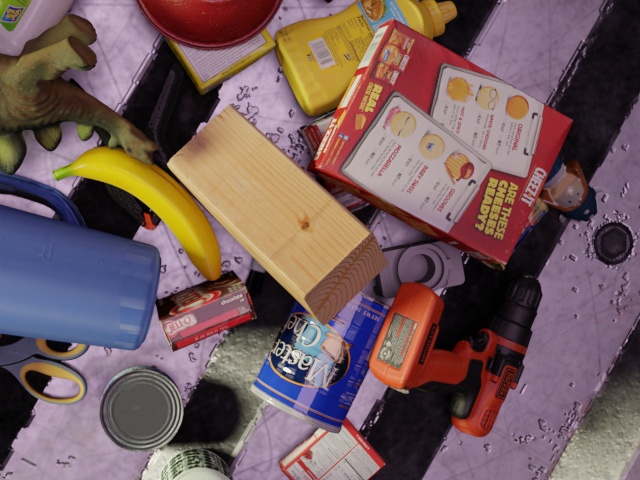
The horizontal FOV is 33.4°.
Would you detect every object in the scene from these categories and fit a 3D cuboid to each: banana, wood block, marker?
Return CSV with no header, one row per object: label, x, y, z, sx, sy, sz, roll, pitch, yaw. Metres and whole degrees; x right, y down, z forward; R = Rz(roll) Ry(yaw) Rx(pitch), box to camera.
banana,-0.167,-0.038,1.069,0.197,0.037,0.070,35,119,-11
wood block,-0.043,-0.026,1.046,0.091,0.090,0.206,-44,65,-6
marker,-0.057,0.001,1.127,0.020,0.020,0.121,15,89,-9

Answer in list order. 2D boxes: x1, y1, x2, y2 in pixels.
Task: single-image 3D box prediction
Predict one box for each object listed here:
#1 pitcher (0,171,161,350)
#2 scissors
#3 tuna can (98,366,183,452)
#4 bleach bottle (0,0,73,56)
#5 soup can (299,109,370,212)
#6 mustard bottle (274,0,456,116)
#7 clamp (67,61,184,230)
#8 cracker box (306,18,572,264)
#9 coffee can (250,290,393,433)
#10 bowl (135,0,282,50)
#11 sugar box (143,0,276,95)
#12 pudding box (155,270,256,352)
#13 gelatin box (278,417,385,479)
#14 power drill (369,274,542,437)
pitcher,-0.283,0.025,1.046,0.242,0.145,0.149,12,102,-13
scissors,-0.324,0.101,1.090,0.201,0.016,0.096,28,87,-9
tuna can,-0.185,0.174,1.105,0.086,0.034,0.086,0,92,-9
bleach bottle,-0.290,-0.254,1.055,0.103,0.068,0.251,33,94,26
soup can,0.028,-0.085,1.114,0.068,0.068,0.102,-25,95,-8
mustard bottle,0.055,-0.208,1.117,0.191,0.058,0.096,-24,77,-8
clamp,-0.198,-0.096,1.092,0.120,0.039,0.171,0,95,6
cracker box,0.118,-0.095,1.063,0.213,0.072,0.164,27,86,-13
coffee can,0.004,0.113,1.099,0.102,0.103,0.140,27,87,-9
bowl,-0.108,-0.272,1.047,0.162,0.055,0.162,0,89,-9
sugar box,-0.132,-0.248,1.095,0.093,0.048,0.176,-33,93,-7
pudding box,-0.117,0.069,1.073,0.090,0.113,0.039,-21,98,-8
gelatin box,0.012,0.239,1.142,0.089,0.030,0.073,-41,99,-5
power drill,0.147,0.103,1.105,0.187,0.057,0.184,23,87,-40
